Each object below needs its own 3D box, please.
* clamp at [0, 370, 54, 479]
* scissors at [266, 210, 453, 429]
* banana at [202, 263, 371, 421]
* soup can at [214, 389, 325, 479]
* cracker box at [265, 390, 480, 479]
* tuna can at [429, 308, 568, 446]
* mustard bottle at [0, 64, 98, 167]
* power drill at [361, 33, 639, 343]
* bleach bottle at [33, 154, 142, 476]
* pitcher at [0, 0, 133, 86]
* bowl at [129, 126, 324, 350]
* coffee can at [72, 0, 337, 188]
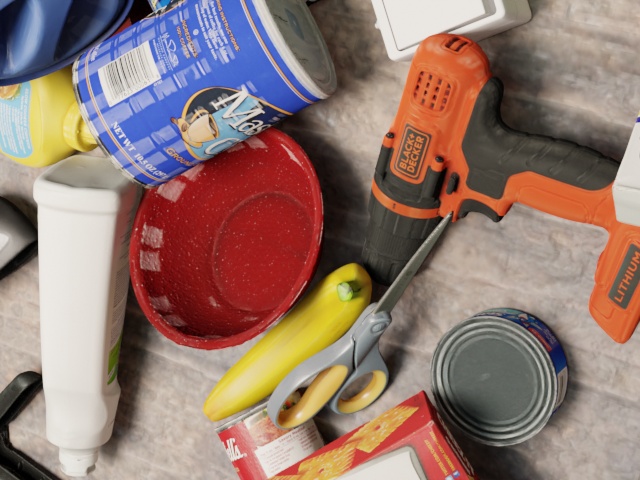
[{"bbox_3d":[-0.285,0.185,0.929,0.172,0.039,0.120,-18,85,36],"label":"clamp"},{"bbox_3d":[0.043,0.060,0.703,0.202,0.096,0.016,-46,53,22],"label":"scissors"},{"bbox_3d":[-0.017,0.066,0.745,0.037,0.069,0.198,58,134,16],"label":"banana"},{"bbox_3d":[-0.023,0.165,0.766,0.069,0.068,0.102,-31,83,29],"label":"soup can"},{"bbox_3d":[0.020,0.223,0.694,0.214,0.072,0.164,-31,98,6],"label":"cracker box"},{"bbox_3d":[0.117,0.088,0.696,0.086,0.033,0.086,5,101,28],"label":"tuna can"},{"bbox_3d":[-0.238,-0.110,0.841,0.192,0.058,0.096,20,119,24],"label":"mustard bottle"},{"bbox_3d":[0.118,-0.014,0.651,0.188,0.057,0.185,27,131,17],"label":"power drill"},{"bbox_3d":[-0.180,0.068,0.812,0.068,0.102,0.251,8,108,2],"label":"bleach bottle"},{"bbox_3d":[-0.246,-0.229,0.728,0.149,0.145,0.243,-29,79,-13],"label":"pitcher"},{"bbox_3d":[-0.055,0.001,0.746,0.162,0.055,0.162,-9,71,29],"label":"bowl"},{"bbox_3d":[-0.074,-0.109,0.697,0.140,0.102,0.103,-26,86,18],"label":"coffee can"}]
